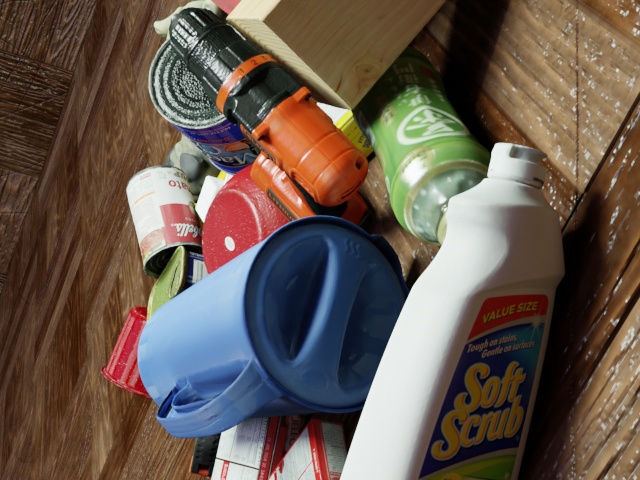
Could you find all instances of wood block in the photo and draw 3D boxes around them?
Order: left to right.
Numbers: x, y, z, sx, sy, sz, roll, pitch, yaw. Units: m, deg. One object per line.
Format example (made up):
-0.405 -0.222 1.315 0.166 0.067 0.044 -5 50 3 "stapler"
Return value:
0.043 -0.200 0.743 0.206 0.090 0.090 -50 23 -4 "wood block"

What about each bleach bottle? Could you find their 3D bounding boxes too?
0.072 0.070 0.577 0.068 0.102 0.251 13 88 57 "bleach bottle"

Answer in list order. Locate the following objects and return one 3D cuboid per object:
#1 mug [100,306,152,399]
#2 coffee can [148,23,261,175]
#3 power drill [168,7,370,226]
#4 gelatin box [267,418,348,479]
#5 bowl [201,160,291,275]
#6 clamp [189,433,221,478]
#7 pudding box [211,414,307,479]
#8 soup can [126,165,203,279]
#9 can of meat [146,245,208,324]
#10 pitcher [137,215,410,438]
-0.182 0.130 1.201 0.117 0.093 0.081 26 96 37 "mug"
-0.087 -0.129 1.003 0.140 0.103 0.103 45 -127 -70 "coffee can"
-0.032 -0.075 0.795 0.057 0.184 0.187 -41 -18 -4 "power drill"
-0.008 0.189 0.795 0.089 0.030 0.073 -59 28 36 "gelatin box"
-0.056 0.001 0.929 0.162 0.055 0.162 2 92 51 "bowl"
-0.091 0.140 0.990 0.120 0.039 0.171 26 -105 -83 "clamp"
-0.054 0.184 0.901 0.114 0.039 0.090 -11 64 64 "pudding box"
-0.161 -0.019 1.114 0.069 0.068 0.102 -52 47 45 "soup can"
-0.120 0.059 1.082 0.102 0.083 0.057 -52 31 45 "can of meat"
-0.055 0.079 0.798 0.243 0.149 0.145 -25 62 57 "pitcher"
